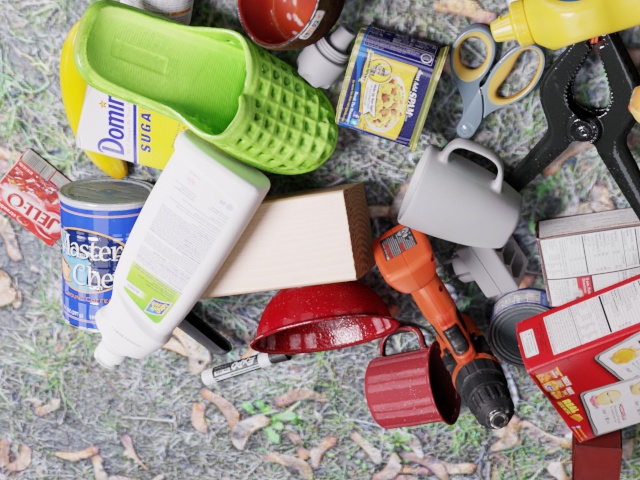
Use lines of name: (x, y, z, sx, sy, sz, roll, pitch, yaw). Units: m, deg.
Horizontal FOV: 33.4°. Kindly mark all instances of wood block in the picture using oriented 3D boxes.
wood block: (-0.057, 0.001, 1.095, 0.206, 0.090, 0.091, -8, 97, 17)

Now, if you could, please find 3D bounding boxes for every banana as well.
banana: (-0.229, -0.150, 1.080, 0.069, 0.037, 0.198, 12, 124, 5)

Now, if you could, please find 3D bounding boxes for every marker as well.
marker: (-0.085, 0.146, 1.253, 0.121, 0.020, 0.020, -20, 117, 23)

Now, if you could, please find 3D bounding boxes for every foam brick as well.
foam brick: (0.306, 0.222, 1.181, 0.051, 0.078, 0.053, 4, 123, 12)

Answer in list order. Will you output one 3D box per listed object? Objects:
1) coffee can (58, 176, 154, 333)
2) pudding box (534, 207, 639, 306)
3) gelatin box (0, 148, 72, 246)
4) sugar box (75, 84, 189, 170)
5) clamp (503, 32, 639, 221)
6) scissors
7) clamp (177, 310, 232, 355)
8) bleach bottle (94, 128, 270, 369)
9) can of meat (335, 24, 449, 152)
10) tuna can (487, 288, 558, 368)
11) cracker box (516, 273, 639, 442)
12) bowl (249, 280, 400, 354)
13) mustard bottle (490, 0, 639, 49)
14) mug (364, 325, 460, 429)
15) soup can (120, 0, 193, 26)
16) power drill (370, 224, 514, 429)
coffee can: (-0.222, 0.014, 1.125, 0.103, 0.102, 0.140, 6, 109, 9)
pudding box: (0.279, 0.017, 1.076, 0.114, 0.039, 0.090, -9, 120, 15)
gelatin box: (-0.308, -0.045, 1.170, 0.089, 0.030, 0.073, 40, 122, -14)
sugar box: (-0.147, -0.116, 1.058, 0.176, 0.048, 0.093, 13, 123, -12)
clamp: (0.258, -0.100, 0.993, 0.165, 0.036, 0.210, 18, 123, 18)
scissors: (0.131, -0.127, 1.028, 0.096, 0.016, 0.202, 37, 123, -11)
clamp: (-0.172, 0.072, 1.207, 0.172, 0.039, 0.120, 1, 104, 15)
bleach bottle: (-0.155, 0.019, 1.045, 0.102, 0.068, 0.251, 37, 108, 3)
can of meat: (0.066, -0.144, 1.006, 0.084, 0.057, 0.102, 18, 124, 3)
tuna can: (0.223, 0.094, 1.141, 0.086, 0.033, 0.086, 6, 124, 9)
cracker box: (0.325, 0.107, 1.070, 0.214, 0.072, 0.164, -25, 135, 18)
bowl: (0.001, 0.077, 1.138, 0.162, 0.055, 0.162, -8, 164, -2)
mustard bottle: (0.238, -0.205, 0.903, 0.192, 0.096, 0.058, -15, 119, 21)
mug: (0.098, 0.152, 1.183, 0.082, 0.093, 0.117, -14, 89, 26)
soup can: (-0.155, -0.211, 1.004, 0.068, 0.068, 0.102, 16, 124, 2)
power drill: (0.124, 0.082, 1.065, 0.057, 0.184, 0.187, -30, 114, 4)
